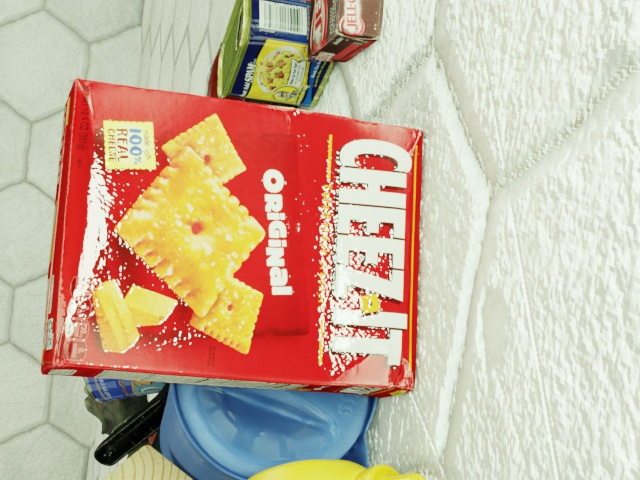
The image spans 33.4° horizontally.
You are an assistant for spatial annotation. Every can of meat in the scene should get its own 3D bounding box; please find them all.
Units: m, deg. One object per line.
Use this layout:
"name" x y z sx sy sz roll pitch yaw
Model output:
"can of meat" -0.035 -0.158 0.889 0.102 0.083 0.057 120 152 -57

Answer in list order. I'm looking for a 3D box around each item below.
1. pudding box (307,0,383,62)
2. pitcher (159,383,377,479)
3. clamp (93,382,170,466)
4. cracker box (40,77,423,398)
"pudding box" 0.019 -0.195 0.791 0.090 0.039 0.113 174 102 -75
"pitcher" -0.060 0.117 0.777 0.243 0.145 0.149 125 146 -66
"clamp" -0.126 0.149 0.999 0.210 0.036 0.165 -50 22 -8
"cracker box" -0.049 0.004 0.632 0.072 0.213 0.164 152 123 -70
